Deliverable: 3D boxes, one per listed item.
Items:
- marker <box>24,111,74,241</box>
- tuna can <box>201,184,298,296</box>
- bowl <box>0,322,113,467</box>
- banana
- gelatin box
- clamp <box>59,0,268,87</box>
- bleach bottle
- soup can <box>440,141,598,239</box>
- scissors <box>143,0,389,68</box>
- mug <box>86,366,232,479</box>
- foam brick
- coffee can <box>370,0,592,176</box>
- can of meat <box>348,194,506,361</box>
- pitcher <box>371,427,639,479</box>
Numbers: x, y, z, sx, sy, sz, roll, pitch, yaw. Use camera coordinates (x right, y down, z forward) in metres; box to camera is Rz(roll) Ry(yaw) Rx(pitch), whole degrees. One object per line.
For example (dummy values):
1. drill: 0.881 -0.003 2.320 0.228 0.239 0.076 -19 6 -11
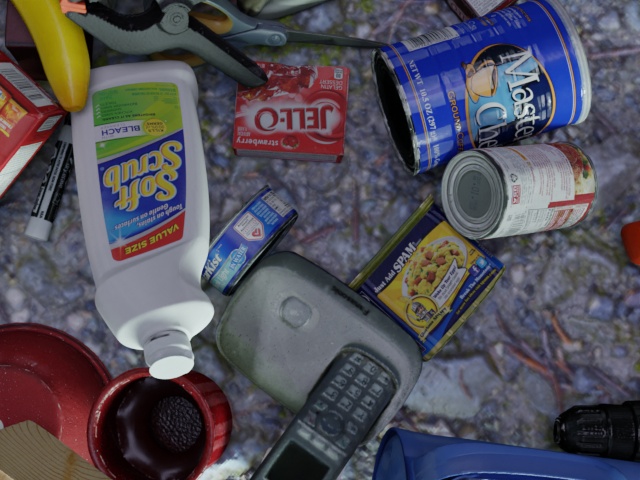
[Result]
1. marker: -0.206 -0.059 0.844 0.020 0.020 0.121 16 81 1
2. tuna can: -0.055 0.001 0.806 0.034 0.086 0.086 41 82 2
3. bowl: -0.232 0.140 0.795 0.162 0.055 0.162 0 81 -1
4. banana: -0.225 -0.180 0.775 0.198 0.037 0.069 43 90 5
5. gelatin box: -0.023 -0.103 0.850 0.089 0.030 0.073 4 82 -1
6. clamp: -0.103 -0.161 0.779 0.171 0.039 0.120 -5 125 -13
7. bleach bottle: -0.118 -0.018 0.760 0.102 0.068 0.251 -7 54 -14
8. soup can: 0.150 -0.038 0.804 0.102 0.069 0.068 -8 80 -36
9. scissors: -0.053 -0.156 0.856 0.201 0.096 0.016 12 57 -29
10. mug: -0.109 0.148 0.777 0.093 0.081 0.117 -17 84 8
11. foam brick: -0.209 -0.161 0.830 0.053 0.078 0.051 1 79 -2
12. coffee can: 0.121 -0.119 0.820 0.140 0.103 0.103 -18 82 -4
13. can of meat: 0.080 0.030 0.820 0.084 0.057 0.102 42 82 3
14. pitcher: 0.159 0.203 0.749 0.242 0.149 0.145 6 94 -7
